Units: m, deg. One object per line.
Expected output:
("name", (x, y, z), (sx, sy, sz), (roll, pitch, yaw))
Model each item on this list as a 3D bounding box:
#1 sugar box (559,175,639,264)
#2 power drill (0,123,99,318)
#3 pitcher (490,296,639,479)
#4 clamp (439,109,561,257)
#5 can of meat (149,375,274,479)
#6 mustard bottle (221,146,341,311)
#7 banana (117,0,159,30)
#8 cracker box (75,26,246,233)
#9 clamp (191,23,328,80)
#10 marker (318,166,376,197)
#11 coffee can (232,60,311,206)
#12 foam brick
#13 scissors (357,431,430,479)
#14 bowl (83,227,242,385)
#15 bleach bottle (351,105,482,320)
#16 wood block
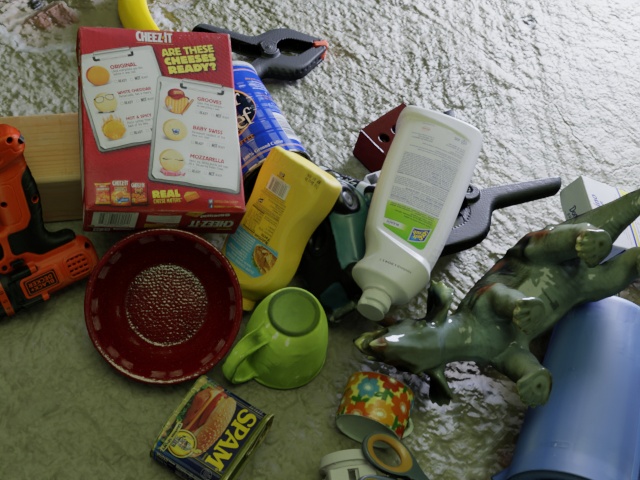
("sugar box", (0.360, -0.009, 1.251), (0.176, 0.048, 0.093), (14, 52, -31))
("power drill", (-0.338, -0.010, 1.084), (0.184, 0.187, 0.057), (-26, 28, -17))
("pitcher", (0.290, 0.178, 1.111), (0.149, 0.145, 0.242), (28, 54, -5))
("clamp", (0.173, -0.046, 1.212), (0.164, 0.036, 0.209), (28, 56, 9))
("can of meat", (-0.109, 0.197, 1.065), (0.084, 0.057, 0.102), (31, 58, 10))
("mustard bottle", (-0.057, 0.002, 1.146), (0.096, 0.192, 0.058), (36, 11, 39))
("banana", (-0.209, -0.265, 1.339), (0.069, 0.037, 0.198), (-17, 64, -20))
("cracker box", (-0.172, -0.114, 1.128), (0.164, 0.072, 0.214), (0, 67, -17))
("clamp", (-0.077, -0.239, 1.350), (0.171, 0.039, 0.120), (-17, 68, -27))
("marker", (0.035, -0.064, 1.235), (0.020, 0.020, 0.121), (-31, 33, -26))
("coffee can", (-0.088, -0.122, 1.237), (0.102, 0.103, 0.140), (-22, 66, -23))
("foam brick", (0.087, -0.120, 1.301), (0.078, 0.051, 0.053), (-35, 72, -28))
("scissors", (0.115, 0.242, 1.071), (0.201, 0.016, 0.096), (11, 52, -31))
("bowl", (-0.162, 0.068, 1.112), (0.162, 0.055, 0.162), (0, 89, -5))
("bleach bottle", (0.089, -0.026, 1.130), (0.102, 0.068, 0.250), (20, 58, 11))
("wood block", (-0.325, -0.077, 1.170), (0.205, 0.090, 0.091), (-5, 61, -15))
